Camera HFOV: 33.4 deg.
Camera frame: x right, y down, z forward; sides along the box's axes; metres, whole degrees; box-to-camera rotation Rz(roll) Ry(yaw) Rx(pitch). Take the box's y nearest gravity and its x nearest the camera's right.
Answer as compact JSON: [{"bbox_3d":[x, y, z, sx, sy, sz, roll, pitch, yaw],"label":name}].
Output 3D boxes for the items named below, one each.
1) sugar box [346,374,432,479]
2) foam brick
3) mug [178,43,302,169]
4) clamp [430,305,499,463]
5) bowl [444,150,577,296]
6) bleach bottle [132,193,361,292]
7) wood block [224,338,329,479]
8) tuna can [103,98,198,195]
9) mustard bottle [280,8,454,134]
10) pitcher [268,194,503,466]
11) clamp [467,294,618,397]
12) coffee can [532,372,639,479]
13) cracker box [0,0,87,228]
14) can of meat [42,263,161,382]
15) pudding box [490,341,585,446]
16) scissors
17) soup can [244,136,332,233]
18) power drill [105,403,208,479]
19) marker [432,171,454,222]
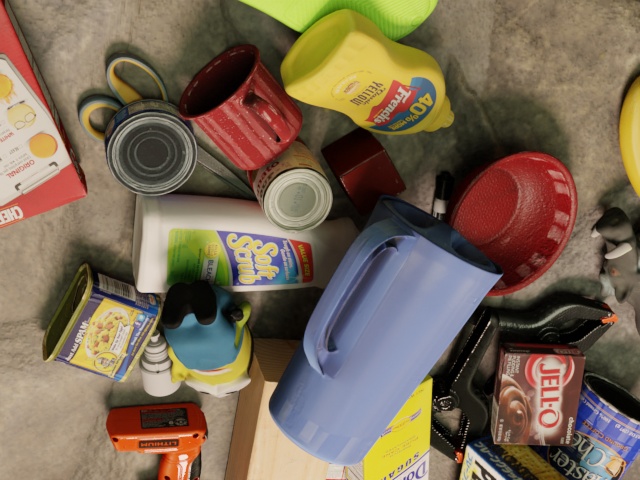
[{"bbox_3d":[0.074,0.221,1.167,0.093,0.048,0.176,-25,131,-24],"label":"sugar box"},{"bbox_3d":[0.042,-0.069,1.045,0.053,0.078,0.051,-31,117,1],"label":"foam brick"},{"bbox_3d":[-0.064,-0.117,0.976,0.093,0.117,0.081,-50,124,-11],"label":"mug"},{"bbox_3d":[0.145,0.166,1.199,0.165,0.036,0.210,-20,121,12],"label":"clamp"},{"bbox_3d":[0.185,-0.025,1.106,0.161,0.055,0.162,-13,120,-23],"label":"bowl"},{"bbox_3d":[-0.057,0.001,1.062,0.250,0.068,0.103,0,121,-17],"label":"bleach bottle"},{"bbox_3d":[-0.042,0.218,1.155,0.090,0.091,0.206,4,114,-16],"label":"wood block"},{"bbox_3d":[-0.157,-0.086,0.991,0.086,0.034,0.086,-5,117,-11],"label":"tuna can"},{"bbox_3d":[0.060,-0.145,1.006,0.191,0.058,0.096,19,134,-42],"label":"mustard bottle"},{"bbox_3d":[0.047,0.086,0.998,0.149,0.145,0.243,29,103,-11],"label":"pitcher"},{"bbox_3d":[0.245,0.099,1.202,0.171,0.039,0.120,-27,124,2],"label":"clamp"},{"bbox_3d":[0.315,0.241,1.252,0.102,0.103,0.140,23,107,-23],"label":"coffee can"},{"bbox_3d":[-0.321,-0.113,0.934,0.164,0.072,0.213,-20,119,-4],"label":"cracker box"},{"bbox_3d":[-0.217,0.085,1.064,0.083,0.057,0.102,23,108,-26],"label":"can of meat"},{"bbox_3d":[0.239,0.170,1.186,0.090,0.039,0.113,3,109,-3],"label":"pudding box"},{"bbox_3d":[-0.151,-0.087,1.022,0.096,0.016,0.201,-33,119,4],"label":"scissors"},{"bbox_3d":[-0.032,-0.057,1.018,0.068,0.102,0.068,-6,117,-12],"label":"soup can"},{"bbox_3d":[-0.192,0.270,1.163,0.184,0.057,0.188,-4,118,-13],"label":"power drill"},{"bbox_3d":[0.125,-0.015,1.126,0.020,0.020,0.121,-1,115,-14],"label":"marker"}]
